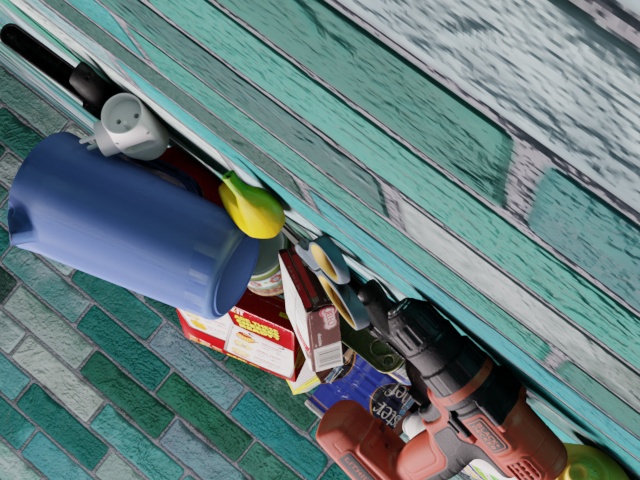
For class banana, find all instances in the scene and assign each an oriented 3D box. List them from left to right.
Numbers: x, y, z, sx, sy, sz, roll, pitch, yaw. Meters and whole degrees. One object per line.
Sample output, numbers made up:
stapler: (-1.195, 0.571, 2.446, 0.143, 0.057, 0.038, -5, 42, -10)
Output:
banana: (-0.063, -0.032, 0.980, 0.069, 0.037, 0.198, 58, 172, -3)

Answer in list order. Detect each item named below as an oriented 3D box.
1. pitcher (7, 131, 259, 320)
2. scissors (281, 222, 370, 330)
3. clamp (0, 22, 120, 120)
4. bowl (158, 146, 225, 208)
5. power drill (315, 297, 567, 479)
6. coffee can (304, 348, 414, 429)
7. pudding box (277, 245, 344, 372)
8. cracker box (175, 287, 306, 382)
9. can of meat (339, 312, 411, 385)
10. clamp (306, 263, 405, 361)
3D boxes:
pitcher: (-0.185, -0.017, 1.106, 0.243, 0.149, 0.145, 23, 177, 16)
scissors: (-0.012, 0.001, 0.967, 0.202, 0.016, 0.096, 52, 164, 39)
clamp: (-0.230, -0.147, 1.130, 0.165, 0.036, 0.209, 31, 174, 48)
bowl: (-0.156, -0.061, 1.265, 0.162, 0.055, 0.162, 38, 175, 3)
power drill: (0.079, 0.142, 0.863, 0.184, 0.057, 0.188, 48, 138, -7)
coffee can: (0.064, 0.171, 1.268, 0.103, 0.140, 0.103, 39, 176, 3)
pudding box: (-0.010, 0.070, 1.109, 0.113, 0.039, 0.090, 87, 163, -49)
cracker box: (-0.092, 0.089, 1.320, 0.164, 0.072, 0.214, 22, 158, 9)
can of meat: (0.069, 0.110, 1.173, 0.102, 0.057, 0.083, 37, 177, 30)
clamp: (0.054, 0.070, 1.032, 0.171, 0.039, 0.120, 52, 175, -39)
